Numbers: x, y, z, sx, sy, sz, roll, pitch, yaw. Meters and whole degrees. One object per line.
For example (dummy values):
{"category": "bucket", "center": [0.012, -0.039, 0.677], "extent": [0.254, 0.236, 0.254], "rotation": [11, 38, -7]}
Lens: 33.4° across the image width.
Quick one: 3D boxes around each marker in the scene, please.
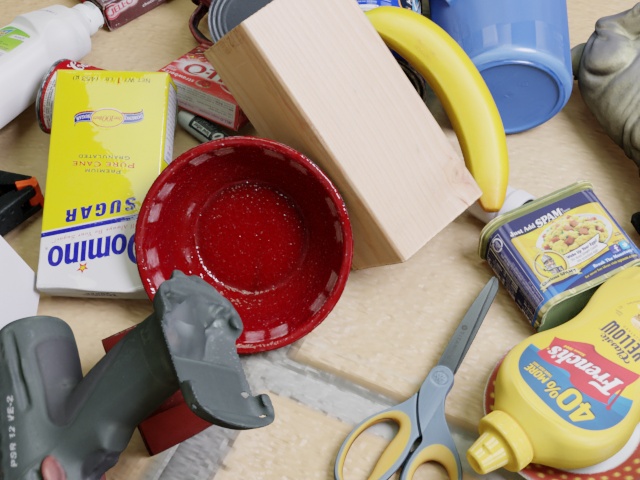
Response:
{"category": "marker", "center": [-0.077, -0.078, 0.916], "extent": [0.121, 0.020, 0.020], "rotation": [37, 63, 26]}

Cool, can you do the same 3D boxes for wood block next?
{"category": "wood block", "center": [0.016, -0.089, 0.808], "extent": [0.090, 0.090, 0.206], "rotation": [-39, 101, -23]}

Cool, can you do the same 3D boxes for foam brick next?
{"category": "foam brick", "center": [-0.116, 0.102, 0.764], "extent": [0.051, 0.053, 0.078], "rotation": [-23, 56, -14]}

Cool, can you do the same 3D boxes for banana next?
{"category": "banana", "center": [0.096, -0.115, 0.838], "extent": [0.069, 0.037, 0.198], "rotation": [-38, 87, -5]}

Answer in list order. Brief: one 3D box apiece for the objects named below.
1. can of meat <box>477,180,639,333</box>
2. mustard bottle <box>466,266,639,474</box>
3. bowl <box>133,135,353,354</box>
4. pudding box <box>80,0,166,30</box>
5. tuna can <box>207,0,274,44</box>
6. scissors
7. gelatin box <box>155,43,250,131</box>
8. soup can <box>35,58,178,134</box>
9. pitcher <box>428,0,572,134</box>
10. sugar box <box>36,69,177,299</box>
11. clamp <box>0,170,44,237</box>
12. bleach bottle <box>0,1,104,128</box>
{"category": "can of meat", "center": [0.185, 0.014, 0.812], "extent": [0.102, 0.057, 0.084], "rotation": [-23, 58, -13]}
{"category": "mustard bottle", "center": [0.176, 0.098, 0.721], "extent": [0.191, 0.058, 0.096], "rotation": [-31, 57, -19]}
{"category": "bowl", "center": [-0.055, 0.001, 0.805], "extent": [0.162, 0.055, 0.162], "rotation": [1, 98, 4]}
{"category": "pudding box", "center": [-0.186, -0.265, 1.049], "extent": [0.113, 0.039, 0.090], "rotation": [-33, 58, -20]}
{"category": "tuna can", "center": [-0.054, -0.196, 0.928], "extent": [0.086, 0.086, 0.033], "rotation": [-2, 33, 1]}
{"category": "scissors", "center": [0.095, 0.117, 0.758], "extent": [0.201, 0.016, 0.096], "rotation": [-41, 65, -20]}
{"category": "gelatin box", "center": [-0.089, -0.137, 0.942], "extent": [0.089, 0.030, 0.073], "rotation": [23, 40, 19]}
{"category": "soup can", "center": [-0.182, -0.111, 0.916], "extent": [0.102, 0.068, 0.068], "rotation": [17, 56, 14]}
{"category": "pitcher", "center": [0.148, -0.221, 0.940], "extent": [0.149, 0.145, 0.243], "rotation": [1, 56, 0]}
{"category": "sugar box", "center": [-0.166, -0.044, 0.838], "extent": [0.093, 0.048, 0.176], "rotation": [1, 77, 4]}
{"category": "clamp", "center": [-0.318, -0.027, 0.881], "extent": [0.171, 0.039, 0.120], "rotation": [-19, 54, -14]}
{"category": "bleach bottle", "center": [-0.283, -0.142, 0.935], "extent": [0.103, 0.068, 0.250], "rotation": [19, 46, 33]}
